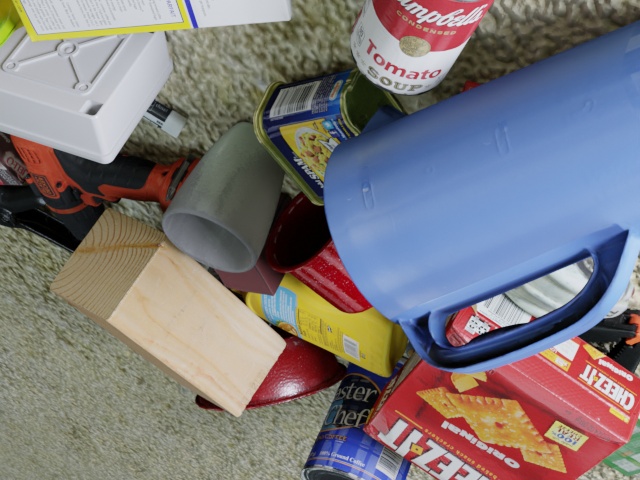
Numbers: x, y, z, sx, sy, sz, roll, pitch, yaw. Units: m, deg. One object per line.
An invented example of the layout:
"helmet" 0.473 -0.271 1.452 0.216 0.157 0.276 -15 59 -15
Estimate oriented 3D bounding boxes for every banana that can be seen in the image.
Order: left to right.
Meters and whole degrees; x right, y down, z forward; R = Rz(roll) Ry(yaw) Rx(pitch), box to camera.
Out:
"banana" -0.242 -0.182 0.785 0.198 0.069 0.037 30 154 58

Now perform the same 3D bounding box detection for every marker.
"marker" -0.166 -0.124 0.882 0.121 0.020 0.020 31 150 -9

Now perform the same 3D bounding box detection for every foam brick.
"foam brick" -0.056 0.001 0.937 0.051 0.078 0.053 8 146 26

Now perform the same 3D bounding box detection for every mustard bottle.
"mustard bottle" -0.012 0.057 0.999 0.192 0.058 0.096 23 150 20

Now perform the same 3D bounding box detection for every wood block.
"wood block" -0.133 0.069 0.976 0.091 0.090 0.206 22 163 41

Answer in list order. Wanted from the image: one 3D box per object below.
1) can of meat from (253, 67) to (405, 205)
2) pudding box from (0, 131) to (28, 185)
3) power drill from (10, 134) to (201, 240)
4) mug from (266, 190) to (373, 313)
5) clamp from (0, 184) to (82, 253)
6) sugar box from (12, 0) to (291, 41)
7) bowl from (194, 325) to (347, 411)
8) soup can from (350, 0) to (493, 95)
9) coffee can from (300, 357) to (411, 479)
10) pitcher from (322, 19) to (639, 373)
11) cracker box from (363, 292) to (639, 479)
"can of meat" 0.015 -0.076 0.780 0.084 0.057 0.102 -6 138 40
"pudding box" -0.344 -0.100 1.039 0.090 0.039 0.113 2 143 37
"power drill" -0.182 -0.039 0.993 0.188 0.057 0.184 14 152 18
"mug" 0.023 0.009 0.871 0.081 0.093 0.117 39 164 -31
"clamp" -0.321 -0.040 1.118 0.171 0.039 0.120 17 148 15
"sugar box" -0.110 -0.178 0.672 0.176 0.048 0.093 -5 145 5
"bowl" -0.056 0.125 1.104 0.162 0.161 0.055 -4 100 42
"soup can" 0.062 -0.140 0.630 0.068 0.068 0.102 27 151 -2
"coffee can" 0.053 0.199 1.103 0.103 0.140 0.103 19 150 11
"pitcher" 0.133 -0.033 0.631 0.243 0.144 0.149 -23 110 35
"cracker box" 0.149 0.145 0.912 0.164 0.072 0.214 34 142 3
